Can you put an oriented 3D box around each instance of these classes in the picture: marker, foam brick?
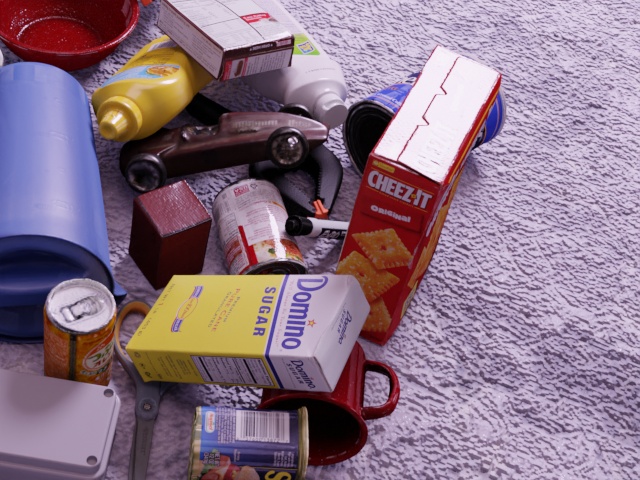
[{"bbox_3d":[0.003,-0.011,0.982,0.020,0.020,0.120,45,18,23],"label":"marker"},{"bbox_3d":[-0.134,-0.004,0.949,0.051,0.078,0.053,-23,61,-30],"label":"foam brick"}]

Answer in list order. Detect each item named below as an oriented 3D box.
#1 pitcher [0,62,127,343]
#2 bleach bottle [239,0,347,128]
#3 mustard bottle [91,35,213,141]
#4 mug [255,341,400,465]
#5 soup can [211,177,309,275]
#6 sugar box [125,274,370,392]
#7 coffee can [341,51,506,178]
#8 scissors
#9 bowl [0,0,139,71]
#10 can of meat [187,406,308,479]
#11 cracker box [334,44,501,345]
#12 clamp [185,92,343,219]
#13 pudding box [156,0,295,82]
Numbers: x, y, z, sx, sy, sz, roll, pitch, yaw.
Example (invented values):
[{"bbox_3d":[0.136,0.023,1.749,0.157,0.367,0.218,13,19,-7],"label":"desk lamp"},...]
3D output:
[{"bbox_3d":[-0.259,-0.045,0.919,0.145,0.149,0.243,-16,48,2],"label":"pitcher"},{"bbox_3d":[-0.055,-0.193,1.110,0.102,0.068,0.251,-17,46,-26],"label":"bleach bottle"},{"bbox_3d":[-0.165,-0.143,1.025,0.096,0.058,0.191,-5,27,19],"label":"mustard bottle"},{"bbox_3d":[0.006,0.121,0.862,0.117,0.093,0.081,-6,42,13],"label":"mug"},{"bbox_3d":[-0.056,0.001,0.969,0.068,0.069,0.102,-6,51,-18],"label":"soup can"},{"bbox_3d":[-0.058,0.070,0.847,0.176,0.048,0.093,-4,39,30],"label":"sugar box"},{"bbox_3d":[0.107,-0.121,1.090,0.140,0.103,0.103,-31,63,-33],"label":"coffee can"},{"bbox_3d":[-0.124,0.131,0.876,0.096,0.016,0.202,-5,51,-17],"label":"scissors"},{"bbox_3d":[-0.273,-0.228,1.123,0.162,0.055,0.162,7,49,-8],"label":"bowl"},{"bbox_3d":[-0.057,0.167,0.805,0.084,0.102,0.057,5,49,-7],"label":"can of meat"},{"bbox_3d":[0.079,-0.036,0.935,0.072,0.214,0.164,24,49,8],"label":"cracker box"},{"bbox_3d":[-0.026,-0.094,1.079,0.164,0.036,0.210,-15,51,-23],"label":"clamp"},{"bbox_3d":[-0.092,-0.204,1.041,0.089,0.039,0.114,-20,47,-35],"label":"pudding box"}]
